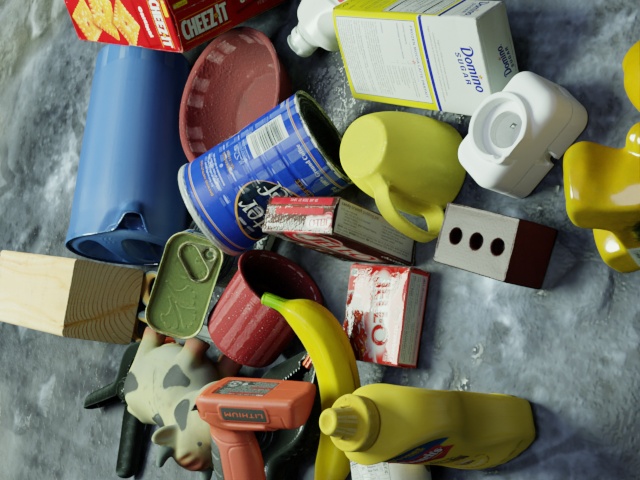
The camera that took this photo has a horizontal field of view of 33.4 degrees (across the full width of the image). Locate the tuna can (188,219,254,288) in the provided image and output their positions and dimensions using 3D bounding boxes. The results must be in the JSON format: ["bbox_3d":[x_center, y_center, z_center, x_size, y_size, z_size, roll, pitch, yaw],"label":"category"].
[{"bbox_3d":[-0.106,0.008,1.139,0.086,0.033,0.086,-13,71,43],"label":"tuna can"}]

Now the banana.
[{"bbox_3d":[0.006,0.134,0.960,0.070,0.037,0.198,-10,98,33],"label":"banana"}]

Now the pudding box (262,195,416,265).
[{"bbox_3d":[0.019,-0.009,0.957,0.090,0.113,0.039,4,80,46],"label":"pudding box"}]

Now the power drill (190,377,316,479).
[{"bbox_3d":[-0.036,0.218,0.936,0.185,0.057,0.188,1,102,22],"label":"power drill"}]

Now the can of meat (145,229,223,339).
[{"bbox_3d":[-0.132,0.040,1.065,0.084,0.057,0.102,-113,40,-84],"label":"can of meat"}]

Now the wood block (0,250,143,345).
[{"bbox_3d":[-0.308,0.066,1.279,0.207,0.090,0.090,4,83,51],"label":"wood block"}]

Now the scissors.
[{"bbox_3d":[-0.151,0.076,1.180,0.202,0.016,0.096,-10,76,44],"label":"scissors"}]

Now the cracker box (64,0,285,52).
[{"bbox_3d":[-0.158,-0.272,1.171,0.214,0.164,0.072,18,134,46],"label":"cracker box"}]

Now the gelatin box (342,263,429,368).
[{"bbox_3d":[0.056,0.067,0.960,0.073,0.030,0.089,3,83,46],"label":"gelatin box"}]

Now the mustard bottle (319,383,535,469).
[{"bbox_3d":[0.072,0.141,0.809,0.096,0.191,0.058,-24,64,40],"label":"mustard bottle"}]

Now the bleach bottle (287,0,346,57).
[{"bbox_3d":[0.059,-0.254,1.014,0.251,0.067,0.102,-38,56,36],"label":"bleach bottle"}]

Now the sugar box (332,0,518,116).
[{"bbox_3d":[0.091,-0.165,0.941,0.177,0.048,0.093,15,132,44],"label":"sugar box"}]

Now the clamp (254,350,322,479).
[{"bbox_3d":[-0.055,0.187,1.041,0.165,0.036,0.210,42,109,48],"label":"clamp"}]

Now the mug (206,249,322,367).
[{"bbox_3d":[-0.057,0.062,1.046,0.082,0.093,0.117,-54,17,28],"label":"mug"}]

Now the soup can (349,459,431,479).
[{"bbox_3d":[0.059,0.191,0.900,0.069,0.068,0.102,-24,64,40],"label":"soup can"}]

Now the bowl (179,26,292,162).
[{"bbox_3d":[-0.080,-0.141,1.132,0.162,0.055,0.162,-13,71,43],"label":"bowl"}]

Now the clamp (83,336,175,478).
[{"bbox_3d":[-0.216,0.168,1.206,0.120,0.039,0.172,39,112,35],"label":"clamp"}]

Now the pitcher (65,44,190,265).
[{"bbox_3d":[-0.213,-0.095,1.218,0.149,0.144,0.243,-8,71,32],"label":"pitcher"}]

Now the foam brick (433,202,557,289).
[{"bbox_3d":[0.142,0.004,0.872,0.078,0.051,0.053,16,92,46],"label":"foam brick"}]

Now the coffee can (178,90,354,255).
[{"bbox_3d":[-0.050,-0.063,1.022,0.140,0.102,0.103,-31,58,16],"label":"coffee can"}]
